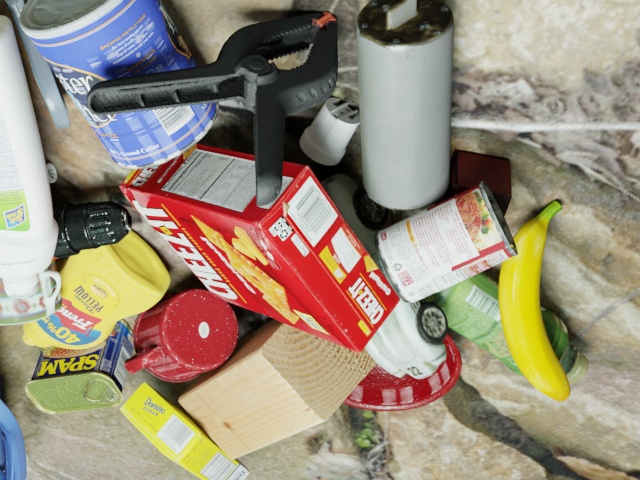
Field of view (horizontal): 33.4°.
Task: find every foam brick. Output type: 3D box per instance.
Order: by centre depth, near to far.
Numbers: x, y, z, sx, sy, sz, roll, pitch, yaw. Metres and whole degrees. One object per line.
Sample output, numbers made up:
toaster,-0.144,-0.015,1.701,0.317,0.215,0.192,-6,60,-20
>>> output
foam brick,0.134,-0.033,0.952,0.053,0.051,0.078,10,135,-3

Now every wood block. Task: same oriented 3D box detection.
wood block,-0.048,0.139,1.052,0.091,0.090,0.206,49,145,-4

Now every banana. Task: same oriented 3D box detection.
banana,0.198,0.065,0.985,0.069,0.037,0.198,-9,109,-10

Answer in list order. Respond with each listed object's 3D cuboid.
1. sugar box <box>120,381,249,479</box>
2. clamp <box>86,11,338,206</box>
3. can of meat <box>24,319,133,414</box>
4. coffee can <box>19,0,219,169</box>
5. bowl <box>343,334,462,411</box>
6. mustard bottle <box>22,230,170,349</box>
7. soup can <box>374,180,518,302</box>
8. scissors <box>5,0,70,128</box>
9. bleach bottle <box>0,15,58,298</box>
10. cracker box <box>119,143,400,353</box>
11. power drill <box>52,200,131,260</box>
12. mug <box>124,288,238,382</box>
sugar box,-0.145,0.221,1.175,0.093,0.048,0.176,38,172,26
clamp,-0.044,-0.110,0.796,0.165,0.209,0.036,36,141,23
can of meat,-0.253,0.132,1.140,0.102,0.084,0.057,-9,132,16
coffee can,-0.156,-0.142,0.846,0.103,0.102,0.140,-13,132,19
bowl,0.064,0.106,1.094,0.162,0.055,0.162,4,135,4
mustard bottle,-0.245,0.060,1.085,0.096,0.058,0.192,44,126,-17
soup can,0.105,0.003,0.893,0.102,0.068,0.068,-26,127,15
scissors,-0.234,-0.171,0.844,0.016,0.096,0.202,-21,136,-9
bleach bottle,-0.280,-0.058,0.884,0.102,0.068,0.251,-2,125,1
cracker box,-0.056,0.001,0.920,0.214,0.072,0.164,15,149,48
power drill,-0.277,-0.061,0.951,0.184,0.057,0.187,-9,121,10
mug,-0.141,0.097,1.055,0.093,0.117,0.082,64,153,-2
